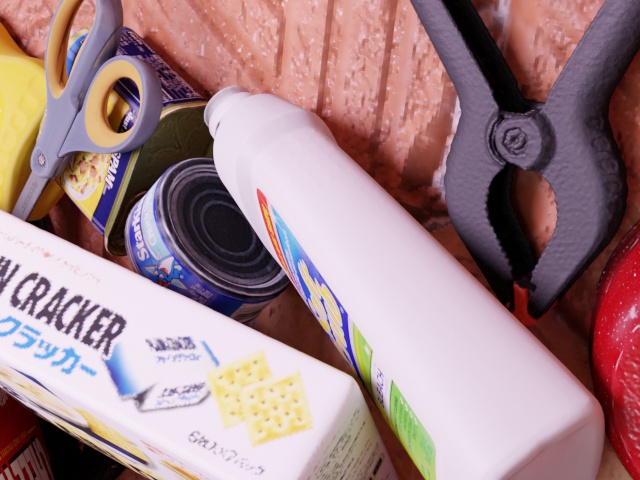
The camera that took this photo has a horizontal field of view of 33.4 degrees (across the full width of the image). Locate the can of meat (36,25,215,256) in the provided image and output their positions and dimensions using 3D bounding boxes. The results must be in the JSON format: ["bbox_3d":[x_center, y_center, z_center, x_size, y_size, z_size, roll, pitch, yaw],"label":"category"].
[{"bbox_3d":[-0.109,-0.057,0.595,0.084,0.057,0.102,44,126,25],"label":"can of meat"}]

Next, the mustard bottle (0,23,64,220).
[{"bbox_3d":[-0.228,-0.098,0.682,0.192,0.058,0.096,36,111,28],"label":"mustard bottle"}]

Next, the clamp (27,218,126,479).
[{"bbox_3d":[-0.160,0.080,0.691,0.165,0.036,0.210,32,120,31],"label":"clamp"}]

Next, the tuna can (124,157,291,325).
[{"bbox_3d":[-0.054,0.001,0.543,0.034,0.085,0.086,-43,74,39],"label":"tuna can"}]

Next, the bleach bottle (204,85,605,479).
[{"bbox_3d":[0.020,0.017,0.484,0.251,0.068,0.102,50,165,34],"label":"bleach bottle"}]

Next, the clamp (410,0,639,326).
[{"bbox_3d":[0.079,-0.052,0.443,0.120,0.039,0.171,21,116,37],"label":"clamp"}]

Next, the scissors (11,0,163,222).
[{"bbox_3d":[-0.133,-0.039,0.570,0.096,0.016,0.202,42,125,30],"label":"scissors"}]
